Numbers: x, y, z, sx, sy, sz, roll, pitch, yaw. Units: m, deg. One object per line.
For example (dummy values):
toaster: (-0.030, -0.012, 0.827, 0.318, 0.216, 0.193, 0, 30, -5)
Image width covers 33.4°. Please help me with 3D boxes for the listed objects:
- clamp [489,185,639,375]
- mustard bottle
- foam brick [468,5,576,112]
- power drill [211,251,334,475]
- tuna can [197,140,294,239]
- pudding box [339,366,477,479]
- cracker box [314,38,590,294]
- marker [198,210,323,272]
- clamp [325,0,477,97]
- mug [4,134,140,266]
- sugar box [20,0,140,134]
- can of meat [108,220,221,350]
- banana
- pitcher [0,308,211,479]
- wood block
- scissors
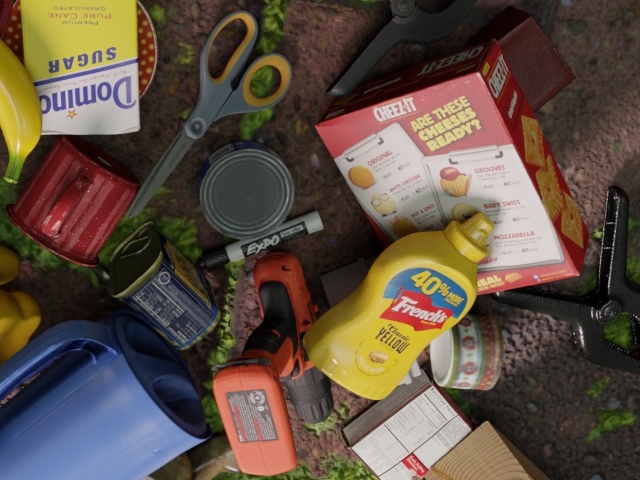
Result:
clamp: (0.274, 0.068, 1.080, 0.164, 0.036, 0.210, -32, 114, 2)
mustard bottle: (0.079, 0.050, 0.928, 0.096, 0.058, 0.192, 34, 108, -27)
foam brick: (0.180, -0.164, 0.961, 0.051, 0.053, 0.078, -40, 115, 6)
power drill: (-0.036, 0.126, 0.964, 0.057, 0.187, 0.184, -10, 113, 14)
tuna can: (-0.068, -0.047, 0.968, 0.086, 0.034, 0.086, -4, 112, -10)
pudding box: (0.092, 0.198, 1.096, 0.113, 0.039, 0.090, -39, 114, 3)
cracker box: (0.121, -0.053, 0.946, 0.164, 0.072, 0.213, -14, 119, 33)
marker: (-0.057, 0.001, 0.997, 0.121, 0.020, 0.020, -21, 114, -2)
clamp: (0.060, -0.211, 0.926, 0.171, 0.039, 0.120, -27, 110, -5)
mug: (-0.208, -0.035, 0.903, 0.093, 0.117, 0.081, 34, 97, -5)
sugar box: (-0.194, -0.174, 0.862, 0.093, 0.048, 0.176, -3, 110, -10)
can of meat: (-0.139, 0.041, 0.953, 0.057, 0.102, 0.084, -41, 115, 5)
banana: (-0.275, -0.138, 0.818, 0.069, 0.037, 0.197, -47, 110, -23)
pitcher: (-0.228, 0.171, 0.908, 0.243, 0.145, 0.149, -36, 89, 6)
wood block: (0.213, 0.291, 1.108, 0.090, 0.091, 0.206, -42, 125, 6)
scissors: (-0.089, -0.098, 0.923, 0.096, 0.016, 0.202, 22, 88, -29)
